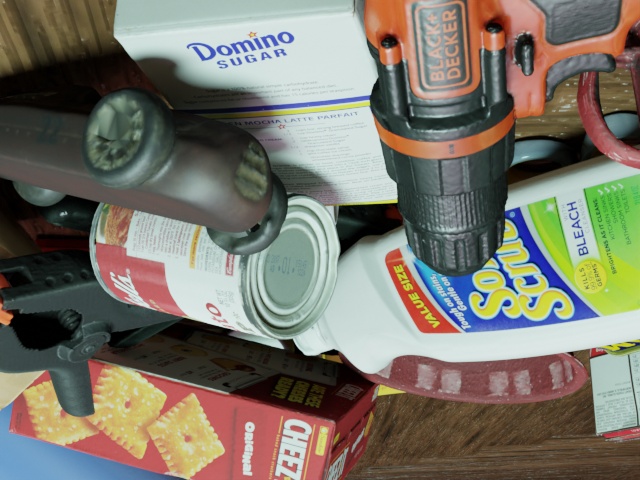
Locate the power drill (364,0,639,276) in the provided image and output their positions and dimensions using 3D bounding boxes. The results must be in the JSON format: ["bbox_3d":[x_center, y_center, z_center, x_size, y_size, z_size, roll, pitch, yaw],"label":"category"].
[{"bbox_3d":[0.109,-0.067,0.371,0.187,0.057,0.184,-8,132,4],"label":"power drill"}]

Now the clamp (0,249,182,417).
[{"bbox_3d":[-0.133,0.051,0.565,0.120,0.039,0.171,-49,151,12],"label":"clamp"}]

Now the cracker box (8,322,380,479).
[{"bbox_3d":[-0.079,0.113,0.744,0.214,0.072,0.164,13,-173,13],"label":"cracker box"}]

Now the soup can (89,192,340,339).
[{"bbox_3d":[-0.050,0.005,0.503,0.102,0.068,0.068,10,171,38],"label":"soup can"}]

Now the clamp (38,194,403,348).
[{"bbox_3d":[-0.054,0.001,0.633,0.210,0.036,0.164,-13,148,5],"label":"clamp"}]

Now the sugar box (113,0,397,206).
[{"bbox_3d":[-0.012,-0.066,0.462,0.093,0.048,0.176,-2,158,12],"label":"sugar box"}]

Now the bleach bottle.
[{"bbox_3d":[0.097,0.026,0.578,0.251,0.102,0.068,-19,172,28],"label":"bleach bottle"}]

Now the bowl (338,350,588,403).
[{"bbox_3d":[0.095,0.060,0.705,0.162,0.055,0.162,7,158,3],"label":"bowl"}]
